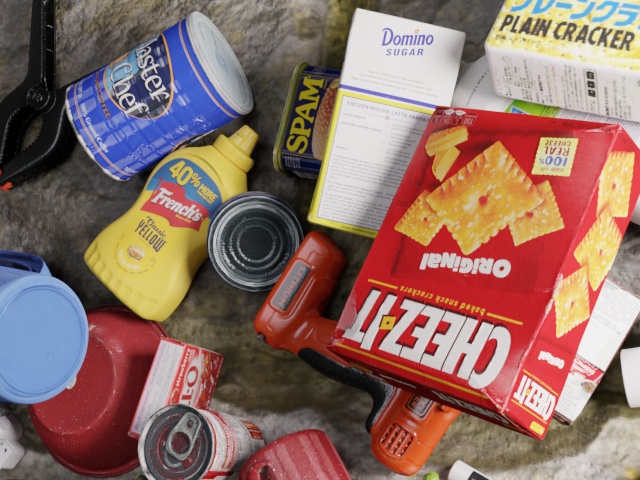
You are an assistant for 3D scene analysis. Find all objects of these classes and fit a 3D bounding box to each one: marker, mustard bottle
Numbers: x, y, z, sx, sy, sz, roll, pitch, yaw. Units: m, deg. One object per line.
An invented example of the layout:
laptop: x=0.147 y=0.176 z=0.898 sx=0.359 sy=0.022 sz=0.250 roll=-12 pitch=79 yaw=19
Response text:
marker: x=0.153 y=0.205 z=0.813 sx=0.121 sy=0.020 sz=0.020 roll=26 pitch=87 yaw=26
mustard bottle: x=-0.122 y=-0.026 z=0.968 sx=0.096 sy=0.058 sz=0.191 roll=42 pitch=94 yaw=21

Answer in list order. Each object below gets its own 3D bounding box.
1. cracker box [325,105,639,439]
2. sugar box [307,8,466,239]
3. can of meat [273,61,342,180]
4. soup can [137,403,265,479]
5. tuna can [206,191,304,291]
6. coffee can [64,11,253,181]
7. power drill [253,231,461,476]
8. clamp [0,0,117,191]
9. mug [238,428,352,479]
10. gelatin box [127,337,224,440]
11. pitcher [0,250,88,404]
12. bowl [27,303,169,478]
cracker box: x=0.118 y=0.013 z=0.770 sx=0.164 sy=0.072 sz=0.213 roll=15 pitch=75 yaw=43
sugar box: x=0.053 y=-0.090 z=0.864 sx=0.093 sy=0.048 sz=0.176 roll=13 pitch=90 yaw=-1
can of meat: x=0.015 y=-0.099 z=0.931 sx=0.084 sy=0.057 sz=0.102 roll=11 pitch=82 yaw=22
soup can: x=-0.095 y=0.173 z=0.880 sx=0.069 sy=0.102 sz=0.068 roll=-6 pitch=74 yaw=21
tuna can: x=-0.056 y=0.001 z=0.924 sx=0.086 sy=0.034 sz=0.086 roll=-1 pitch=97 yaw=-5
coffee can: x=-0.147 y=-0.131 z=0.982 sx=0.140 sy=0.102 sz=0.103 roll=-27 pitch=68 yaw=14
power drill: x=0.052 y=0.069 z=0.870 sx=0.188 sy=0.057 sz=0.184 roll=33 pitch=90 yaw=27
clamp: x=-0.263 y=-0.139 z=1.070 sx=0.165 sy=0.036 sz=0.210 roll=25 pitch=89 yaw=24
mug: x=-0.020 y=0.202 z=0.837 sx=0.093 sy=0.117 sz=0.081 roll=-41 pitch=60 yaw=19
gelatin box: x=-0.122 y=0.133 z=0.918 sx=0.030 sy=0.073 sz=0.089 roll=14 pitch=82 yaw=25
pitcher: x=-0.313 y=0.071 z=0.954 sx=0.243 sy=0.144 sz=0.149 roll=2 pitch=79 yaw=41
bowl: x=-0.209 y=0.132 z=0.966 sx=0.162 sy=0.055 sz=0.162 roll=-6 pitch=74 yaw=22
